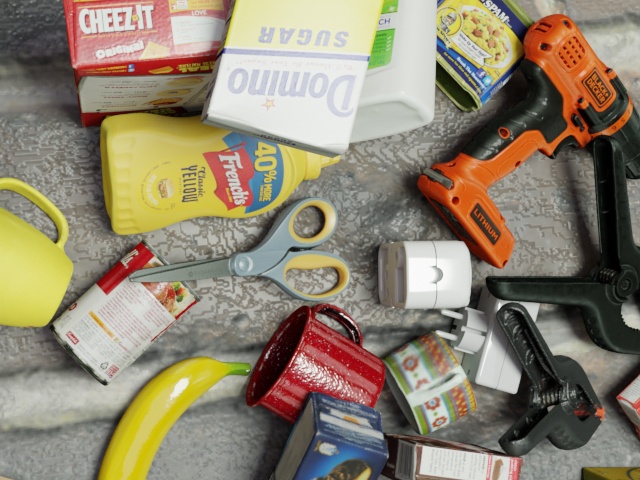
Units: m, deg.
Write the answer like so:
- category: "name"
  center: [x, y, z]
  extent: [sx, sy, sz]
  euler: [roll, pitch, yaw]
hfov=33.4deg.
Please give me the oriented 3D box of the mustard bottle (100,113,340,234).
- category: "mustard bottle"
  center: [-0.077, -0.061, 0.857]
  extent: [0.191, 0.058, 0.096]
  euler: [-8, 125, -17]

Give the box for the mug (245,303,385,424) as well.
- category: "mug"
  center: [0.001, 0.104, 0.871]
  extent: [0.081, 0.093, 0.117]
  euler: [32, 47, -13]

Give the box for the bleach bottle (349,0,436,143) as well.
- category: "bleach bottle"
  center: [0.045, -0.210, 0.874]
  extent: [0.103, 0.068, 0.251]
  euler: [-10, 66, 30]

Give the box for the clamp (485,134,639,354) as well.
- category: "clamp"
  center: [0.249, 0.023, 0.904]
  extent: [0.209, 0.036, 0.164]
  euler: [36, 86, -28]

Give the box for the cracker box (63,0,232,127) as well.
- category: "cracker box"
  center: [-0.102, -0.142, 0.788]
  extent: [0.164, 0.214, 0.072]
  euler: [-7, 88, -11]

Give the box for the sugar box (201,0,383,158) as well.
- category: "sugar box"
  center: [-0.009, -0.148, 0.672]
  extent: [0.093, 0.048, 0.176]
  euler: [13, 86, -12]

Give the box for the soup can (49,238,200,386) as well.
- category: "soup can"
  center: [-0.155, 0.057, 0.847]
  extent: [0.102, 0.068, 0.068]
  euler: [-43, 96, -8]

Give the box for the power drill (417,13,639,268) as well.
- category: "power drill"
  center: [0.186, -0.069, 0.904]
  extent: [0.187, 0.057, 0.184]
  euler: [-47, 120, -4]

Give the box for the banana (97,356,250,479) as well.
- category: "banana"
  center: [-0.135, 0.167, 0.862]
  extent: [0.069, 0.037, 0.198]
  euler: [35, 83, -8]

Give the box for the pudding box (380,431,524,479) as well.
- category: "pudding box"
  center: [0.102, 0.182, 0.867]
  extent: [0.090, 0.114, 0.039]
  euler: [8, 85, -11]

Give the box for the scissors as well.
- category: "scissors"
  center: [-0.056, 0.001, 0.852]
  extent: [0.201, 0.016, 0.096]
  euler: [13, 82, -35]

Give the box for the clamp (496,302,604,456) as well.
- category: "clamp"
  center: [0.187, 0.135, 0.871]
  extent: [0.171, 0.039, 0.120]
  euler: [37, 57, -41]

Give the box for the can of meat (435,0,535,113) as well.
- category: "can of meat"
  center: [0.127, -0.172, 0.911]
  extent: [0.084, 0.057, 0.102]
  euler: [-45, 96, -6]
